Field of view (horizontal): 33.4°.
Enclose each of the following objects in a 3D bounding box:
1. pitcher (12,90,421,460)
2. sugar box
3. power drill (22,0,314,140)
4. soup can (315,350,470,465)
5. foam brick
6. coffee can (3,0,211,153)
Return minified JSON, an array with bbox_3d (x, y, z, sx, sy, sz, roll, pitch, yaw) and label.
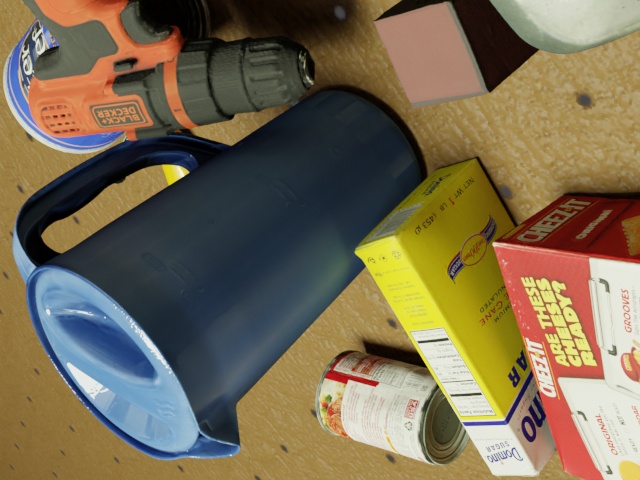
[{"bbox_3d":[-0.054,0.001,0.651,0.145,0.242,0.149,8,128,43],"label":"pitcher"},{"bbox_3d":[0.102,0.049,0.659,0.048,0.093,0.176,-18,110,53],"label":"sugar box"},{"bbox_3d":[-0.111,-0.140,0.597,0.185,0.057,0.187,-6,131,19],"label":"power drill"},{"bbox_3d":[0.056,0.124,0.802,0.102,0.068,0.068,8,129,42],"label":"soup can"},{"bbox_3d":[0.077,-0.111,0.549,0.053,0.078,0.051,-5,119,47],"label":"foam brick"},{"bbox_3d":[-0.154,-0.133,0.754,0.103,0.102,0.141,53,144,-7],"label":"coffee can"}]
